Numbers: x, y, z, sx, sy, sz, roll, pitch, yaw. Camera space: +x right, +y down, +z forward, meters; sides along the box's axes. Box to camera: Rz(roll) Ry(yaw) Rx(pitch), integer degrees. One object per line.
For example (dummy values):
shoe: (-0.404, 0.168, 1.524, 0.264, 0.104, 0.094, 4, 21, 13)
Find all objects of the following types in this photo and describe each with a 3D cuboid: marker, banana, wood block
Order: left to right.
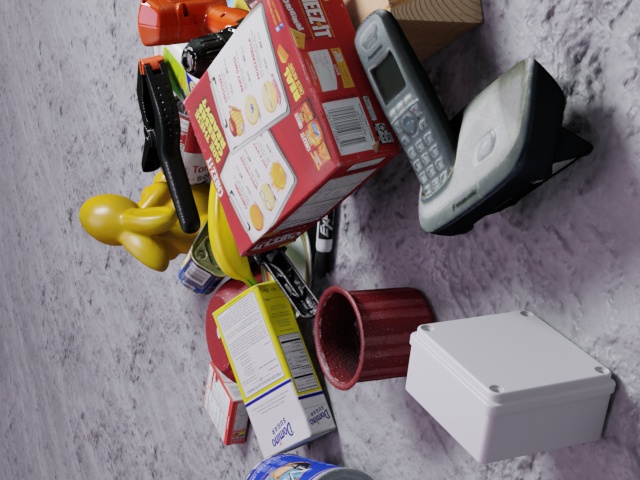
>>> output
banana: (-0.103, -0.039, 1.246, 0.037, 0.069, 0.198, -11, 72, 26)
marker: (0.006, -0.021, 1.109, 0.020, 0.020, 0.121, 31, 120, 59)
wood block: (0.043, -0.197, 0.940, 0.206, 0.090, 0.090, -22, 74, 61)

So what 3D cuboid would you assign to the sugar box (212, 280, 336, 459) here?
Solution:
sugar box: (-0.052, 0.141, 1.170, 0.094, 0.048, 0.176, -35, 73, 45)

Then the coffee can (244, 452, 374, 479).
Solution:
coffee can: (-0.009, 0.273, 1.077, 0.141, 0.102, 0.103, -9, 85, 63)

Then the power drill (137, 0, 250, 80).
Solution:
power drill: (-0.103, -0.208, 1.084, 0.188, 0.184, 0.057, 26, 122, 41)

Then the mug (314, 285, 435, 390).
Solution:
mug: (0.046, 0.088, 0.972, 0.117, 0.081, 0.093, -30, 66, 60)

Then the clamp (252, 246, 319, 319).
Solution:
clamp: (-0.057, 0.001, 1.129, 0.172, 0.039, 0.120, 44, 156, 52)

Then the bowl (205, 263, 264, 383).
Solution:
bowl: (-0.098, 0.109, 1.288, 0.162, 0.055, 0.162, 10, 102, 63)

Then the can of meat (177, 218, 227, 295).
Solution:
can of meat: (-0.127, 0.009, 1.297, 0.102, 0.057, 0.084, -63, 9, -29)

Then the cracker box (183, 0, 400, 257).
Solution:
cracker box: (-0.031, -0.101, 0.926, 0.214, 0.072, 0.164, -39, 68, 57)

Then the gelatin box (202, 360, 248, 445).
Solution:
gelatin box: (-0.119, 0.206, 1.368, 0.089, 0.030, 0.073, 51, 137, 50)

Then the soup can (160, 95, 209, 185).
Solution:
soup can: (-0.169, -0.131, 1.389, 0.068, 0.068, 0.102, 57, 141, 45)

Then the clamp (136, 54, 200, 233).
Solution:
clamp: (-0.196, -0.130, 1.293, 0.165, 0.036, 0.210, 43, 146, 51)
